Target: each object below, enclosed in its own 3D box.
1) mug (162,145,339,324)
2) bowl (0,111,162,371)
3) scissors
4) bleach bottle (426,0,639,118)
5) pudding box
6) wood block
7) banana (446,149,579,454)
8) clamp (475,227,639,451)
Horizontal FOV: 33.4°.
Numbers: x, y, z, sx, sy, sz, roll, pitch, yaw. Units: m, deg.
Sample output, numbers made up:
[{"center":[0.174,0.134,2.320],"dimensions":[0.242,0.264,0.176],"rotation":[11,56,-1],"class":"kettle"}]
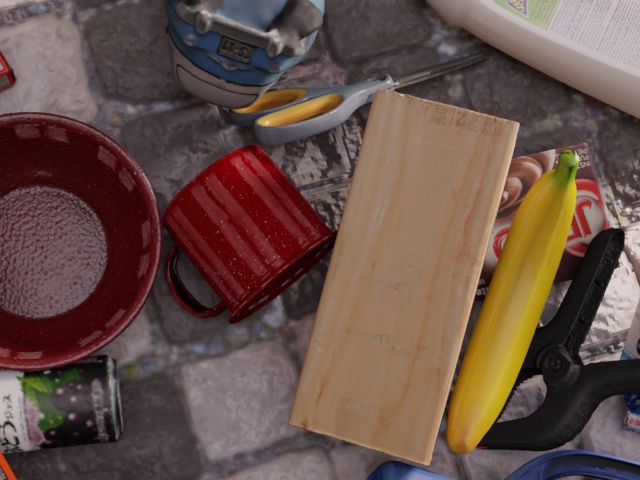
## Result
[{"center":[-0.055,0.001,0.688],"dimensions":[0.117,0.093,0.081],"rotation":[-43,83,24],"class":"mug"},{"center":[-0.181,0.003,0.678],"dimensions":[0.162,0.055,0.162],"rotation":[1,80,-8],"class":"bowl"},{"center":[0.021,-0.105,0.738],"dimensions":[0.201,0.096,0.016],"rotation":[-29,120,-39],"class":"scissors"},{"center":[0.172,-0.169,0.756],"dimensions":[0.251,0.068,0.102],"rotation":[26,77,-1],"class":"bleach bottle"},{"center":[0.140,-0.011,0.735],"dimensions":[0.113,0.039,0.090],"rotation":[-13,84,-10],"class":"pudding box"},{"center":[0.054,0.022,0.666],"dimensions":[0.090,0.090,0.206],"rotation":[15,90,8],"class":"wood block"},{"center":[0.120,0.037,0.675],"dimensions":[0.037,0.069,0.198],"rotation":[20,96,23],"class":"banana"},{"center":[0.159,0.073,0.694],"dimensions":[0.172,0.039,0.120],"rotation":[-32,49,20],"class":"clamp"}]
